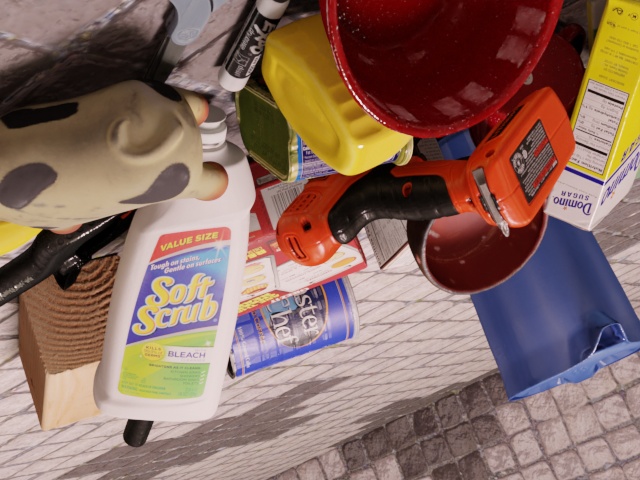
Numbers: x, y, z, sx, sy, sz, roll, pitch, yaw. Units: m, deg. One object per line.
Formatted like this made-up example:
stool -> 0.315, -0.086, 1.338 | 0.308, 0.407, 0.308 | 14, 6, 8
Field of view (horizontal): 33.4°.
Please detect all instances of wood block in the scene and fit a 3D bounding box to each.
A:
wood block -> -0.225, 0.100, 0.988 | 0.090, 0.091, 0.206 | -15, 163, -21

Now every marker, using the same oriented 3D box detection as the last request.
marker -> -0.035, -0.127, 0.629 | 0.020, 0.020, 0.121 | -13, 162, -27

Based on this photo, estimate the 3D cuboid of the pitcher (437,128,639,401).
pitcher -> 0.182, 0.016, 0.965 | 0.149, 0.243, 0.144 | -31, 162, 29

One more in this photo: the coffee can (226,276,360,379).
coffee can -> -0.042, 0.075, 1.119 | 0.140, 0.103, 0.103 | -18, 163, -13

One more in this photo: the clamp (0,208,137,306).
clamp -> -0.192, 0.006, 0.820 | 0.172, 0.039, 0.120 | -32, 180, 25

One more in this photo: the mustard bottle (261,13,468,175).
mustard bottle -> 0.067, -0.116, 0.644 | 0.191, 0.096, 0.058 | -28, 155, -24

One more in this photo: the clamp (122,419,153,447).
clamp -> -0.145, 0.102, 1.020 | 0.036, 0.164, 0.210 | 21, 156, -4

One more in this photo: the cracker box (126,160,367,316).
cracker box -> -0.056, 0.001, 0.921 | 0.164, 0.072, 0.213 | -20, 165, 4

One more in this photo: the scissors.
scissors -> -0.086, -0.124, 0.582 | 0.096, 0.016, 0.202 | -2, 155, -46

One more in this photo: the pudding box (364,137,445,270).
pudding box -> 0.072, -0.037, 0.929 | 0.039, 0.090, 0.114 | -13, 161, -26

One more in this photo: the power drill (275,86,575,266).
power drill -> 0.078, -0.054, 0.748 | 0.188, 0.057, 0.184 | -9, -148, 42

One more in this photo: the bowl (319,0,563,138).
bowl -> 0.055, -0.138, 0.557 | 0.161, 0.055, 0.162 | -16, 119, -31

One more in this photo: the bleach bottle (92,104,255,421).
bleach bottle -> -0.106, 0.018, 0.772 | 0.102, 0.068, 0.251 | 6, 123, -9

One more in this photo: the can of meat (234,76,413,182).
can of meat -> -0.001, -0.079, 0.698 | 0.083, 0.057, 0.102 | -13, -155, -21
